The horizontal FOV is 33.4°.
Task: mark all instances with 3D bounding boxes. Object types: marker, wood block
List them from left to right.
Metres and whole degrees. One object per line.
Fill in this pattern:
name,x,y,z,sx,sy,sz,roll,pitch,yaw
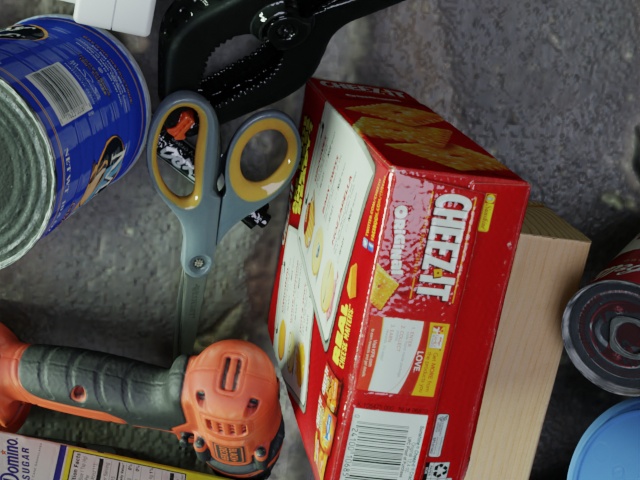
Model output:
marker,-0.077,-0.047,0.628,0.121,0.020,0.020,38,99,-17
wood block,0.084,0.080,0.654,0.090,0.090,0.206,7,106,-11

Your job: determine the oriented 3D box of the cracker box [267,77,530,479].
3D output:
cracker box,0.028,0.015,0.560,0.072,0.214,0.164,6,107,-12

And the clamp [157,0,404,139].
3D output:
clamp,-0.012,-0.124,0.565,0.164,0.036,0.210,11,140,-35

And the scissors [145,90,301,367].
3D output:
scissors,-0.054,0.001,0.629,0.096,0.016,0.202,-11,126,-9

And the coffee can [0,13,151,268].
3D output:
coffee can,-0.155,-0.054,0.539,0.103,0.140,0.103,3,109,8

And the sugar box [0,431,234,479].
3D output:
sugar box,-0.114,0.169,0.612,0.176,0.048,0.093,13,126,-15

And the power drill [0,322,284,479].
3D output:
power drill,-0.113,0.097,0.620,0.187,0.057,0.184,7,152,2
